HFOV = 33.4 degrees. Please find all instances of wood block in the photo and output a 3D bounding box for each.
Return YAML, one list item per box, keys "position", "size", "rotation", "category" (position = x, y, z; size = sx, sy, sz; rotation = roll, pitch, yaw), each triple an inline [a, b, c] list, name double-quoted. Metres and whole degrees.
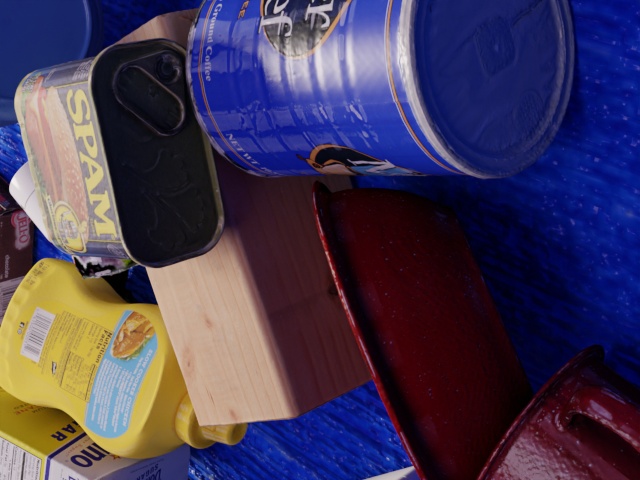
- position: [-0.040, -0.015, 0.573]
  size: [0.090, 0.090, 0.206]
  rotation: [-16, 93, 50]
  category: "wood block"

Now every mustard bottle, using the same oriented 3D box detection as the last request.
- position: [-0.123, 0.084, 0.679]
  size: [0.192, 0.058, 0.096]
  rotation: [21, 90, 34]
  category: "mustard bottle"

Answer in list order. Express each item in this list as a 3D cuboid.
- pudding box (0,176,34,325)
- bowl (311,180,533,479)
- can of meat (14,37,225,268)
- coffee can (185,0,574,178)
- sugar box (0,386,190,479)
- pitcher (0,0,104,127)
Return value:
- position: [-0.274, 0.001, 0.879]
  size: [0.090, 0.039, 0.114]
  rotation: [37, 128, 35]
  category: "pudding box"
- position: [0.052, 0.038, 0.480]
  size: [0.055, 0.162, 0.162]
  rotation: [-24, 87, 7]
  category: "bowl"
- position: [-0.098, -0.040, 0.513]
  size: [0.084, 0.057, 0.102]
  rotation: [2, 106, 50]
  category: "can of meat"
- position: [0.023, -0.078, 0.466]
  size: [0.141, 0.102, 0.103]
  rotation: [4, 108, 47]
  category: "coffee can"
- position: [-0.184, 0.135, 0.728]
  size: [0.176, 0.093, 0.048]
  rotation: [15, 105, 31]
  category: "sugar box"
- position: [-0.232, -0.130, 0.656]
  size: [0.243, 0.149, 0.145]
  rotation: [9, 118, 59]
  category: "pitcher"
